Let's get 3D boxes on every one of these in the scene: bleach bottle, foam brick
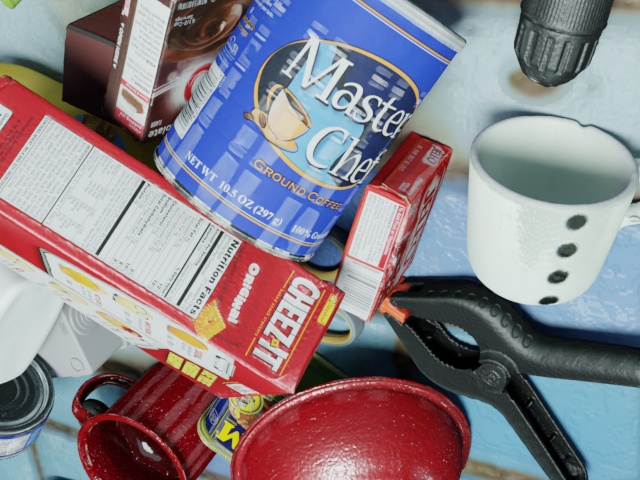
[{"bbox_3d":[-0.288,-0.014,0.769,0.251,0.068,0.103,42,111,24],"label":"bleach bottle"},{"bbox_3d":[-0.109,-0.109,0.637,0.051,0.078,0.053,25,126,17],"label":"foam brick"}]

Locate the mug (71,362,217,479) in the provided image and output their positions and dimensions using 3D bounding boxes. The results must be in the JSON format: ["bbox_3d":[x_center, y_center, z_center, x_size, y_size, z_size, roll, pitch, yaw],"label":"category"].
[{"bbox_3d":[-0.128,0.138,0.790,0.117,0.081,0.093,28,127,11],"label":"mug"}]

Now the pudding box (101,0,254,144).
[{"bbox_3d":[-0.061,-0.111,0.586,0.039,0.113,0.090,39,131,23],"label":"pudding box"}]

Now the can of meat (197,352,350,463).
[{"bbox_3d":[-0.023,0.122,0.740,0.102,0.057,0.084,35,126,6],"label":"can of meat"}]

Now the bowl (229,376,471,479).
[{"bbox_3d":[0.024,0.161,0.687,0.162,0.055,0.162,-5,131,-6],"label":"bowl"}]

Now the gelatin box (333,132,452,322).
[{"bbox_3d":[0.041,-0.008,0.617,0.030,0.073,0.089,26,126,12],"label":"gelatin box"}]

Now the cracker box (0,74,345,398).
[{"bbox_3d":[-0.110,0.007,0.611,0.213,0.072,0.164,33,163,-11],"label":"cracker box"}]

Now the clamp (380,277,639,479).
[{"bbox_3d":[0.113,0.084,0.654,0.172,0.039,0.120,26,123,21],"label":"clamp"}]

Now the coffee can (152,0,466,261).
[{"bbox_3d":[-0.007,-0.075,0.554,0.103,0.102,0.140,37,104,5],"label":"coffee can"}]

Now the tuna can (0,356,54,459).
[{"bbox_3d":[-0.237,0.113,0.768,0.086,0.086,0.034,38,127,4],"label":"tuna can"}]
